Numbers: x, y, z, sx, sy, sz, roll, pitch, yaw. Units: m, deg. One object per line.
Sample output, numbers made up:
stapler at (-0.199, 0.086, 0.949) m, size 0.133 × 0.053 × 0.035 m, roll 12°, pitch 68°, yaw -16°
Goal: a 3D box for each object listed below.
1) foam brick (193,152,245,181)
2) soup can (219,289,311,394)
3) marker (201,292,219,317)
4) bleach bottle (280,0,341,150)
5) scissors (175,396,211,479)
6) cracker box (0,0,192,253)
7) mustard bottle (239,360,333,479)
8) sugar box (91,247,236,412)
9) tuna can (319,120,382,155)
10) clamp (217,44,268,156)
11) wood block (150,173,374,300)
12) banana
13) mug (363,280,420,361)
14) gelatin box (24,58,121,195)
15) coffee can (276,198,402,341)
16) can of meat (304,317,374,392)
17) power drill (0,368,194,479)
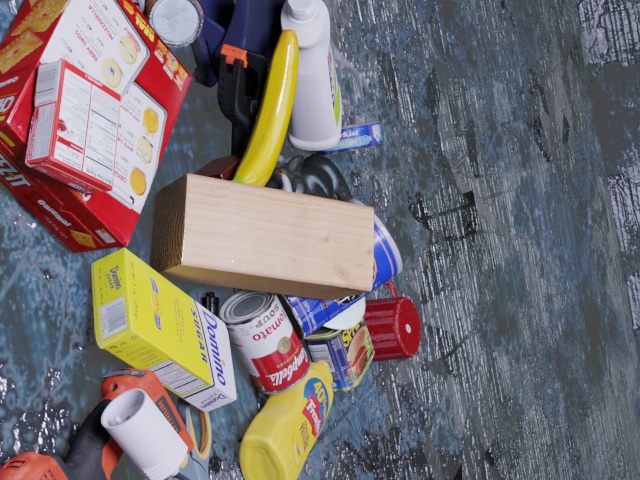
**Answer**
foam brick at (-0.104, -0.057, 1.151) m, size 0.078 × 0.051 × 0.053 m, roll -44°, pitch 120°, yaw -58°
soup can at (-0.060, 0.108, 1.166) m, size 0.102 × 0.069 × 0.068 m, roll 65°, pitch 32°, yaw -27°
marker at (-0.114, 0.114, 1.114) m, size 0.020 × 0.020 × 0.121 m, roll 21°, pitch 64°, yaw -59°
bleach bottle at (-0.014, -0.203, 1.244) m, size 0.251 × 0.068 × 0.102 m, roll 81°, pitch 10°, yaw -69°
scissors at (-0.127, 0.250, 1.054) m, size 0.096 × 0.016 × 0.202 m, roll 0°, pitch 82°, yaw -61°
cracker box at (-0.210, -0.121, 0.945) m, size 0.164 × 0.072 × 0.213 m, roll 52°, pitch 40°, yaw -41°
mustard bottle at (-0.029, 0.198, 1.207) m, size 0.191 × 0.058 × 0.096 m, roll -57°, pitch 141°, yaw -53°
sugar box at (-0.145, 0.088, 1.012) m, size 0.176 × 0.048 × 0.093 m, roll 41°, pitch 30°, yaw -49°
tuna can at (0.038, -0.135, 1.408) m, size 0.086 × 0.086 × 0.034 m, roll -20°, pitch 102°, yaw -62°
clamp at (-0.082, -0.143, 1.173) m, size 0.171 × 0.039 × 0.120 m, roll 59°, pitch 47°, yaw -62°
wood block at (-0.057, 0.001, 1.070) m, size 0.205 × 0.091 × 0.090 m, roll 9°, pitch 76°, yaw -27°
banana at (-0.054, -0.126, 1.132) m, size 0.069 × 0.037 × 0.197 m, roll 93°, pitch 13°, yaw -71°
mug at (0.081, 0.107, 1.420) m, size 0.093 × 0.082 × 0.117 m, roll 3°, pitch 80°, yaw -62°
gelatin box at (-0.197, -0.089, 0.856) m, size 0.073 × 0.030 × 0.089 m, roll 30°, pitch 58°, yaw -55°
coffee can at (0.007, 0.032, 1.207) m, size 0.140 × 0.103 × 0.103 m, roll -34°, pitch 120°, yaw -15°
can of meat at (0.024, 0.129, 1.335) m, size 0.102 × 0.058 × 0.084 m, roll -52°, pitch 130°, yaw -55°
power drill at (-0.180, 0.215, 0.917) m, size 0.184 × 0.057 × 0.187 m, roll 68°, pitch 30°, yaw -24°
